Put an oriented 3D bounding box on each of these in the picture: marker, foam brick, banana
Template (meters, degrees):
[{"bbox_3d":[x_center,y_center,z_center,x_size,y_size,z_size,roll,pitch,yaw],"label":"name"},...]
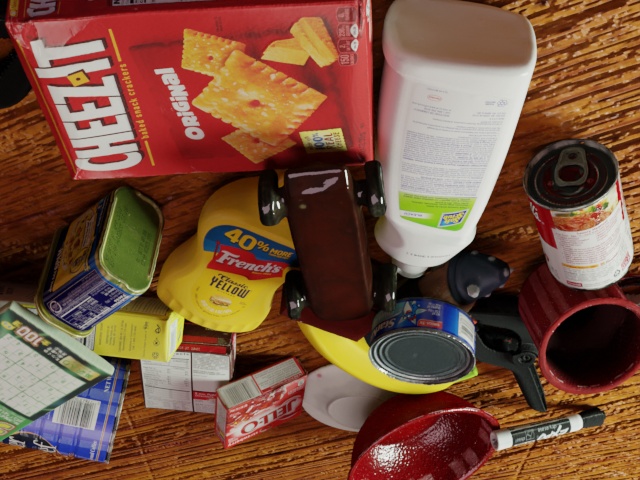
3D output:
[{"bbox_3d":[0.224,0.183,1.044,0.121,0.020,0.020,-10,143,-16],"label":"marker"},{"bbox_3d":[0.013,0.042,0.905,0.078,0.053,0.051,22,138,-17],"label":"foam brick"},{"bbox_3d":[0.048,0.101,0.988,0.197,0.037,0.070,24,120,-22],"label":"banana"}]

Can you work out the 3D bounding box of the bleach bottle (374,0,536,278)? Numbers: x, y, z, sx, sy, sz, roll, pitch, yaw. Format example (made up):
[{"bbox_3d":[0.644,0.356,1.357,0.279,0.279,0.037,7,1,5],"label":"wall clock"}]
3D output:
[{"bbox_3d":[0.078,-0.057,0.772,0.102,0.068,0.251,8,143,-2],"label":"bleach bottle"}]

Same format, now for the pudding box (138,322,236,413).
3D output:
[{"bbox_3d":[-0.128,0.123,1.030,0.090,0.039,0.113,6,139,0],"label":"pudding box"}]

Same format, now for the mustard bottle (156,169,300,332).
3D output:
[{"bbox_3d":[-0.056,0.001,0.859,0.096,0.058,0.192,23,137,-16],"label":"mustard bottle"}]

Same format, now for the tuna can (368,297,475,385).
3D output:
[{"bbox_3d":[0.083,0.082,0.863,0.086,0.033,0.086,6,144,4],"label":"tuna can"}]

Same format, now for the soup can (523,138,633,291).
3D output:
[{"bbox_3d":[0.195,-0.017,0.799,0.069,0.068,0.102,-9,139,17],"label":"soup can"}]

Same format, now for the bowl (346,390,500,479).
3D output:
[{"bbox_3d":[0.093,0.196,1.054,0.162,0.055,0.162,-14,138,-13],"label":"bowl"}]

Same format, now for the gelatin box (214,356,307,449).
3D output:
[{"bbox_3d":[-0.058,0.158,1.037,0.089,0.030,0.073,-21,145,-23],"label":"gelatin box"}]

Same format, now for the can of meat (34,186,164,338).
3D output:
[{"bbox_3d":[-0.176,0.015,0.858,0.057,0.102,0.084,35,130,-30],"label":"can of meat"}]

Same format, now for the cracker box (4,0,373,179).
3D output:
[{"bbox_3d":[-0.073,-0.113,0.687,0.213,0.072,0.164,-3,148,2],"label":"cracker box"}]

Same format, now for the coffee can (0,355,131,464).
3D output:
[{"bbox_3d":[-0.263,0.152,1.029,0.140,0.102,0.103,13,140,-9],"label":"coffee can"}]

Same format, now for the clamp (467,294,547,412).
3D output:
[{"bbox_3d":[0.194,0.090,0.953,0.120,0.039,0.171,-36,126,27],"label":"clamp"}]

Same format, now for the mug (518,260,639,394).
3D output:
[{"bbox_3d":[0.221,0.059,0.866,0.117,0.081,0.093,-25,120,6],"label":"mug"}]

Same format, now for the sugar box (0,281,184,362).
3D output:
[{"bbox_3d":[-0.212,0.070,0.934,0.176,0.093,0.048,4,96,1],"label":"sugar box"}]
